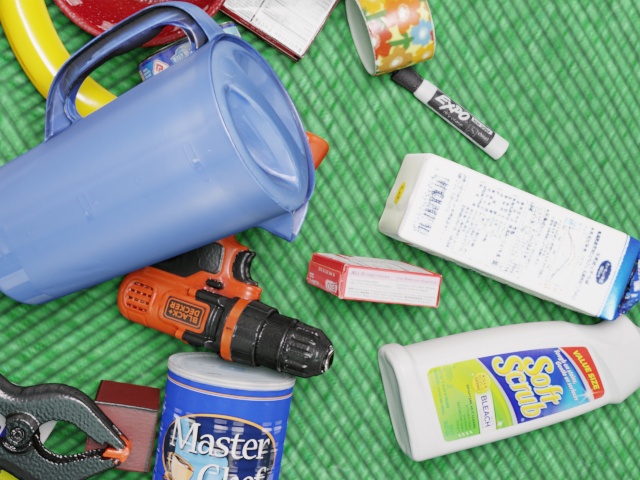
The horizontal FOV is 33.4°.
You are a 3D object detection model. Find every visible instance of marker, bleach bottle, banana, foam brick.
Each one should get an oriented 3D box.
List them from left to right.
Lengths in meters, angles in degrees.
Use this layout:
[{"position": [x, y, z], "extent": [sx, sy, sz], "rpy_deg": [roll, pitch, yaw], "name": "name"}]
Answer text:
[{"position": [-0.211, -0.161, 0.839], "extent": [0.069, 0.037, 0.198], "rpy_deg": [-38, 102, -24], "name": "banana"}, {"position": [-0.157, 0.147, 0.851], "extent": [0.051, 0.078, 0.053], "rpy_deg": [9, 93, -8], "name": "foam brick"}, {"position": [0.107, -0.111, 0.903], "extent": [0.121, 0.020, 0.020], "rpy_deg": [36, 88, -11], "name": "marker"}, {"position": [0.182, 0.109, 0.914], "extent": [0.250, 0.068, 0.102], "rpy_deg": [-14, 98, -10], "name": "bleach bottle"}]

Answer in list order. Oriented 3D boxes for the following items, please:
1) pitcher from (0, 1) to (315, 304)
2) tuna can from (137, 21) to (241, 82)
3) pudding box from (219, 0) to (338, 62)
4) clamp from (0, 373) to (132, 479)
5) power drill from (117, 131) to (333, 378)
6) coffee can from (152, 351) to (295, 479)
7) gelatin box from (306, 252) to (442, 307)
[{"position": [-0.139, -0.051, 0.774], "extent": [0.243, 0.149, 0.144], "rpy_deg": [-22, 143, 22], "name": "pitcher"}, {"position": [-0.098, -0.138, 0.832], "extent": [0.086, 0.086, 0.034], "rpy_deg": [-25, 97, -7], "name": "tuna can"}, {"position": [-0.025, -0.215, 0.862], "extent": [0.090, 0.039, 0.113], "rpy_deg": [33, 91, -11], "name": "pudding box"}, {"position": [-0.229, 0.148, 0.788], "extent": [0.171, 0.039, 0.120], "rpy_deg": [22, 97, -2], "name": "clamp"}, {"position": [-0.055, 0.001, 0.837], "extent": [0.184, 0.057, 0.187], "rpy_deg": [17, 88, 16], "name": "power drill"}, {"position": [-0.080, 0.169, 0.853], "extent": [0.102, 0.103, 0.140], "rpy_deg": [8, 94, -10], "name": "coffee can"}, {"position": [0.043, 0.032, 0.869], "extent": [0.089, 0.073, 0.030], "rpy_deg": [6, 95, -22], "name": "gelatin box"}]
